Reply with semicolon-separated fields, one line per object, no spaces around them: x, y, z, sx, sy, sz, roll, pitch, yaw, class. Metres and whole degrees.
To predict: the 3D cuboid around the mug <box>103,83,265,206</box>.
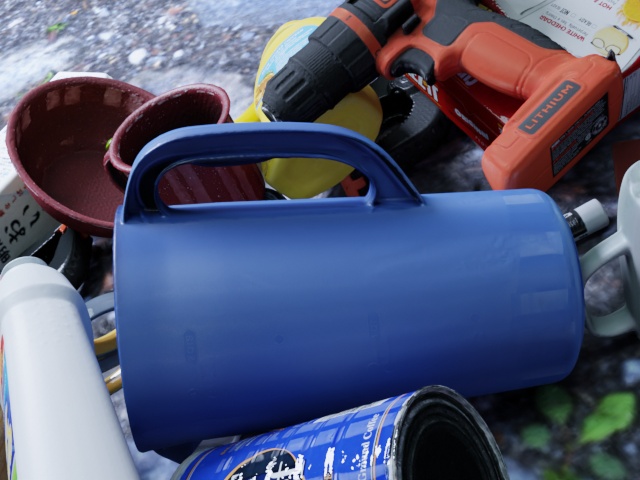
-0.101;-0.050;0.763;0.117;0.081;0.093;-7;43;24;mug

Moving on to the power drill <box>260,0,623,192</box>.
0.077;-0.100;0.668;0.184;0.057;0.188;-43;60;-7;power drill

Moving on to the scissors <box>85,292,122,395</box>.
-0.088;0.039;0.681;0.201;0.096;0.016;-33;59;-22;scissors

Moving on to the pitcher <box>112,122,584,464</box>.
0.010;0.026;0.576;0.242;0.149;0.145;-6;63;-4;pitcher

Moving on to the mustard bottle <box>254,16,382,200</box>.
-0.010;-0.117;0.812;0.096;0.058;0.191;-46;31;23;mustard bottle

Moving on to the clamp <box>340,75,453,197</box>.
0.066;-0.118;0.830;0.165;0.036;0.209;20;61;42;clamp

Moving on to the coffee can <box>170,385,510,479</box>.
0.008;0.135;0.508;0.141;0.102;0.102;-22;36;33;coffee can

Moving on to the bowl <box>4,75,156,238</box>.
-0.174;-0.056;0.855;0.162;0.055;0.162;14;47;-16;bowl

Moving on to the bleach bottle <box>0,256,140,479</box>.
-0.130;0.102;0.534;0.068;0.103;0.251;-7;39;-20;bleach bottle

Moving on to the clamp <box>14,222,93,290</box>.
-0.223;0.052;0.815;0.120;0.039;0.171;12;58;39;clamp
